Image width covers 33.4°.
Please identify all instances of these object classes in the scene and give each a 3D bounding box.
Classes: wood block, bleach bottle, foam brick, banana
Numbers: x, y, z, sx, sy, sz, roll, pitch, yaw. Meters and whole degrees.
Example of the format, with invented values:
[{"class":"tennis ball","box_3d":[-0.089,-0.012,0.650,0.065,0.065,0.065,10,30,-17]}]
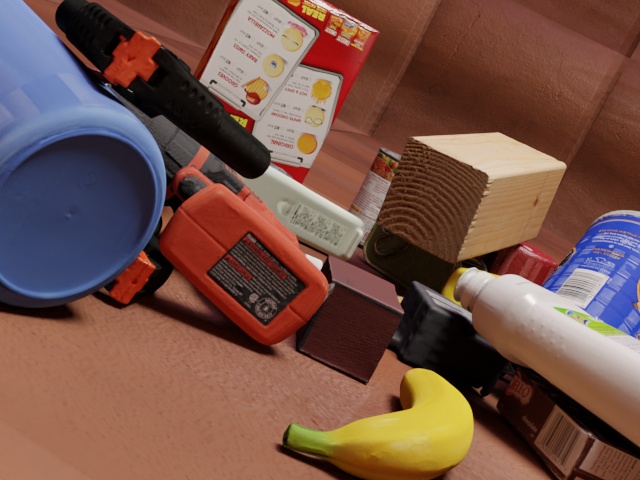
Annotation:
[{"class":"wood block","box_3d":[0.152,-0.046,1.041,0.090,0.091,0.205,29,20,26]},{"class":"bleach bottle","box_3d":[0.195,0.089,0.702,0.251,0.068,0.102,33,10,36]},{"class":"foam brick","box_3d":[0.018,0.049,0.698,0.053,0.051,0.078,26,10,-5]},{"class":"banana","box_3d":[0.050,0.097,0.576,0.070,0.037,0.197,32,11,19]}]

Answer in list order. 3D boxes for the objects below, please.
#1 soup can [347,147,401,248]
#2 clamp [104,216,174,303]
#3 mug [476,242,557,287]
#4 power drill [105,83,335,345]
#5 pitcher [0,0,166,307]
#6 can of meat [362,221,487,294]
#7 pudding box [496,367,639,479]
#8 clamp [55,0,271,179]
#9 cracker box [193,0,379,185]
[{"class":"soup can","box_3d":[0.071,-0.040,1.151,0.068,0.102,0.068,26,10,-5]},{"class":"clamp","box_3d":[-0.139,-0.016,0.642,0.120,0.039,0.172,28,7,-22]},{"class":"mug","box_3d":[0.191,0.037,1.132,0.117,0.081,0.093,20,12,-37]},{"class":"power drill","box_3d":[-0.072,-0.021,0.682,0.184,0.057,0.188,42,5,-21]},{"class":"pitcher","box_3d":[-0.192,-0.073,0.557,0.149,0.145,0.243,-24,44,-29]},{"class":"can of meat","box_3d":[0.106,0.021,1.067,0.102,0.057,0.083,33,10,33]},{"class":"pudding box","box_3d":[0.181,0.136,0.720,0.090,0.039,0.113,25,11,-19]},{"class":"clamp","box_3d":[-0.101,-0.096,0.593,0.164,0.036,0.210,38,1,1]},{"class":"cracker box","box_3d":[-0.056,-0.185,1.235,0.164,0.214,0.072,25,9,-15]}]
